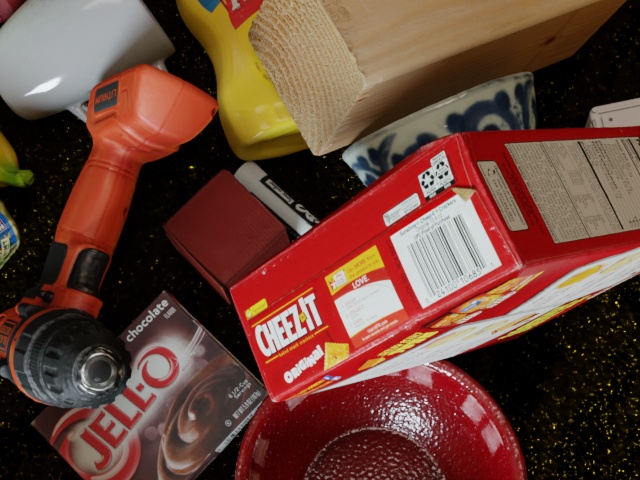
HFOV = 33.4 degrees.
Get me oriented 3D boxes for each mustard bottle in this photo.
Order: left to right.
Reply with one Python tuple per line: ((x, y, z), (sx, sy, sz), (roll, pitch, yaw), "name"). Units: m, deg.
((-0.041, -0.152, 0.688), (0.096, 0.058, 0.192), (-18, 76, -13), "mustard bottle")

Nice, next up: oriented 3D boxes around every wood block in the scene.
((0.074, -0.137, 0.636), (0.205, 0.091, 0.090), (-23, 77, -26), "wood block")

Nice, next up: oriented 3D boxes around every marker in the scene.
((-0.006, -0.005, 0.671), (0.121, 0.020, 0.020), (42, 79, 10), "marker")

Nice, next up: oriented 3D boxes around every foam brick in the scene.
((-0.054, 0.001, 0.640), (0.051, 0.078, 0.053), (-43, 80, -9), "foam brick")

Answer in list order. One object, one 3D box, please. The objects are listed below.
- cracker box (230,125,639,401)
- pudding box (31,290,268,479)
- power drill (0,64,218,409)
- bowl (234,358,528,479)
((0.087, 0.006, 0.545), (0.213, 0.164, 0.072), (-8, 70, -46), "cracker box")
((-0.099, 0.101, 0.634), (0.090, 0.039, 0.113), (43, 80, 10), "pudding box")
((-0.121, -0.001, 0.588), (0.057, 0.185, 0.187), (27, 77, -26), "power drill")
((0.033, 0.143, 0.607), (0.162, 0.055, 0.162), (0, 65, -1), "bowl")
